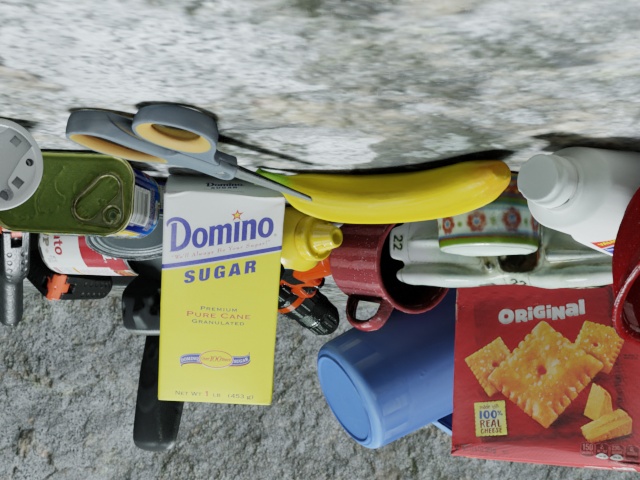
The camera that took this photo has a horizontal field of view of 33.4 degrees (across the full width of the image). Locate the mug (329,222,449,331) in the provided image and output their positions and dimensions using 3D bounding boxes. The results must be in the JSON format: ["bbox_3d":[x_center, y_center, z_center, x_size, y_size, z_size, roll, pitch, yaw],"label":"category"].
[{"bbox_3d":[0.058,0.028,0.968,0.093,0.117,0.082,30,164,-32],"label":"mug"}]

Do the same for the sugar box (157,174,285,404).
[{"bbox_3d":[-0.078,0.040,0.832,0.093,0.176,0.048,3,-158,-4],"label":"sugar box"}]

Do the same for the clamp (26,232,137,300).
[{"bbox_3d":[-0.274,0.027,1.137,0.164,0.036,0.210,19,-173,0],"label":"clamp"}]

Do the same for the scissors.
[{"bbox_3d":[-0.056,-0.051,0.657,0.201,0.016,0.096,12,166,-37],"label":"scissors"}]

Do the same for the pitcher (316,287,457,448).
[{"bbox_3d":[0.127,0.110,1.023,0.242,0.149,0.145,-25,141,-21],"label":"pitcher"}]

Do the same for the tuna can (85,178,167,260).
[{"bbox_3d":[-0.148,-0.017,0.868,0.086,0.034,0.086,-6,155,-3],"label":"tuna can"}]

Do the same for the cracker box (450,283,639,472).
[{"bbox_3d":[0.198,0.079,0.892,0.164,0.214,0.072,-1,171,30],"label":"cracker box"}]

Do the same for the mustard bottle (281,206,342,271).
[{"bbox_3d":[-0.057,0.001,1.000,0.192,0.058,0.096,-3,164,42],"label":"mustard bottle"}]

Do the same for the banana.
[{"bbox_3d":[0.049,-0.032,0.744,0.198,0.037,0.069,-1,173,33],"label":"banana"}]

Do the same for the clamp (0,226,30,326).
[{"bbox_3d":[-0.301,0.019,1.034,0.039,0.120,0.172,-13,176,-20],"label":"clamp"}]

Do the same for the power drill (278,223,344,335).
[{"bbox_3d":[0.005,0.043,1.115,0.188,0.057,0.184,-9,142,44],"label":"power drill"}]

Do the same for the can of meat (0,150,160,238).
[{"bbox_3d":[-0.173,-0.030,0.775,0.102,0.057,0.084,3,176,7],"label":"can of meat"}]

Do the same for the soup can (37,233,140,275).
[{"bbox_3d":[-0.206,-0.001,1.007,0.102,0.068,0.068,0,174,28],"label":"soup can"}]
